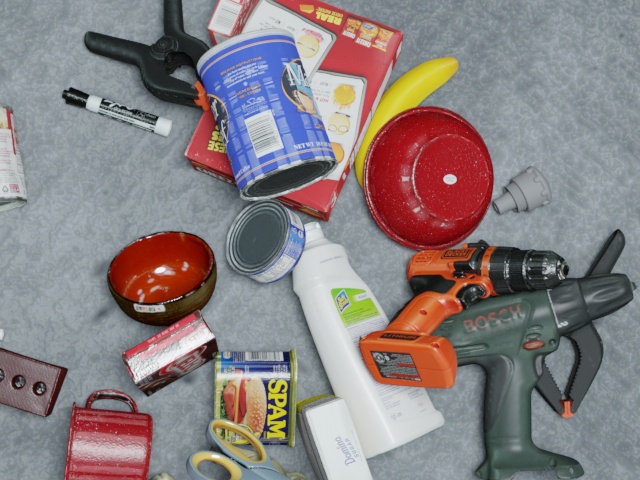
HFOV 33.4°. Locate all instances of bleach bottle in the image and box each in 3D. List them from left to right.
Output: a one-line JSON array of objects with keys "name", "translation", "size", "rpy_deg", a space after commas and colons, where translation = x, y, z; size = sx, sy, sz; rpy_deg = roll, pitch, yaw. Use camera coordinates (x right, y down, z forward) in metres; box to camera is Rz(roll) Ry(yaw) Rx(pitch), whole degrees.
[{"name": "bleach bottle", "translation": [0.038, 0.098, 1.134], "size": [0.102, 0.068, 0.251], "rpy_deg": [-12, 76, -48]}]

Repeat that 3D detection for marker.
[{"name": "marker", "translation": [-0.221, -0.140, 1.156], "size": [0.121, 0.020, 0.020], "rpy_deg": [18, 81, -5]}]

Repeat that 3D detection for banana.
[{"name": "banana", "translation": [0.086, -0.129, 1.189], "size": [0.069, 0.037, 0.198], "rpy_deg": [29, 81, -21]}]

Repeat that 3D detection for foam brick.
[{"name": "foam brick", "translation": [-0.307, 0.145, 1.095], "size": [0.078, 0.051, 0.053], "rpy_deg": [18, 82, -5]}]

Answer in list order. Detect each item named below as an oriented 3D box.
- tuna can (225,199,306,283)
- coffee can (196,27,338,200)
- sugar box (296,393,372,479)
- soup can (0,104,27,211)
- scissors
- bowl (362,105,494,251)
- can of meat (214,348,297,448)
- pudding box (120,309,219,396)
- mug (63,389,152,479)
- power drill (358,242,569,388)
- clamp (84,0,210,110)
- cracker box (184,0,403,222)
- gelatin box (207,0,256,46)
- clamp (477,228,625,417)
[{"name": "tuna can", "translation": [-0.057, 0.001, 1.129], "size": [0.033, 0.086, 0.086], "rpy_deg": [31, 77, -46]}, {"name": "coffee can", "translation": [-0.053, -0.123, 1.054], "size": [0.102, 0.103, 0.140], "rpy_deg": [-18, 80, -9]}, {"name": "sugar box", "translation": [0.011, 0.203, 1.066], "size": [0.048, 0.176, 0.093], "rpy_deg": [-18, 86, -9]}, {"name": "soup can", "translation": [-0.346, -0.084, 1.109], "size": [0.068, 0.068, 0.102], "rpy_deg": [-10, 85, -9]}, {"name": "scissors", "translation": [-0.047, 0.244, 1.024], "size": [0.202, 0.016, 0.096], "rpy_deg": [37, 37, 25]}, {"name": "bowl", "translation": [0.129, -0.068, 1.156], "size": [0.162, 0.055, 0.162], "rpy_deg": [0, 91, -20]}, {"name": "can of meat", "translation": [-0.068, 0.164, 1.109], "size": [0.084, 0.057, 0.102], "rpy_deg": [1, 110, -5]}, {"name": "pudding box", "translation": [-0.151, 0.116, 1.087], "size": [0.090, 0.113, 0.039], "rpy_deg": [-29, 80, -9]}, {"name": "mug", "translation": [-0.215, 0.204, 1.089], "size": [0.081, 0.093, 0.117], "rpy_deg": [7, 46, -12]}, {"name": "power drill", "translation": [0.139, 0.070, 1.076], "size": [0.187, 0.185, 0.057], "rpy_deg": [-45, 120, -41]}, {"name": "clamp", "translation": [-0.160, -0.207, 1.139], "size": [0.172, 0.039, 0.120], "rpy_deg": [40, 81, 23]}, {"name": "cracker box", "translation": [-0.026, -0.149, 1.147], "size": [0.164, 0.072, 0.213], "rpy_deg": [22, 82, 7]}, {"name": "gelatin box", "translation": [-0.089, -0.251, 1.158], "size": [0.030, 0.073, 0.089], "rpy_deg": [21, 81, 5]}, {"name": "clamp", "translation": [0.252, 0.089, 1.181], "size": [0.164, 0.036, 0.210], "rpy_deg": [2, 87, 3]}]
